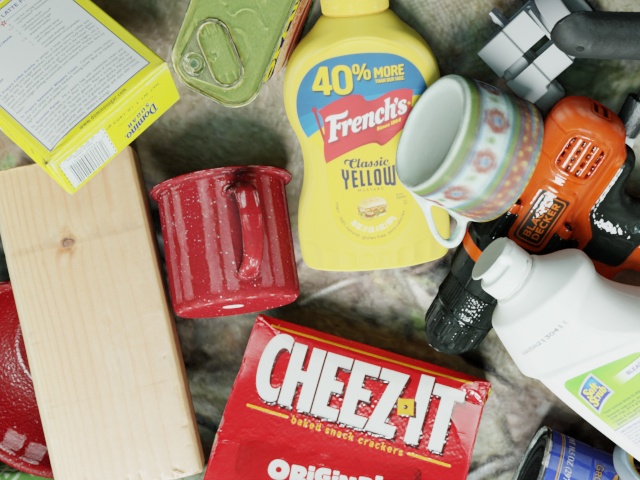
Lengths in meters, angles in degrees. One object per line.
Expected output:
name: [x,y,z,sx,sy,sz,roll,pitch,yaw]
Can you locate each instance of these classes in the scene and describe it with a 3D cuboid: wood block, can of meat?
wood block: [-0.140,0.052,0.687,0.090,0.090,0.206,-12,89,-6]
can of meat: [-0.038,-0.140,0.637,0.057,0.083,0.102,26,116,4]

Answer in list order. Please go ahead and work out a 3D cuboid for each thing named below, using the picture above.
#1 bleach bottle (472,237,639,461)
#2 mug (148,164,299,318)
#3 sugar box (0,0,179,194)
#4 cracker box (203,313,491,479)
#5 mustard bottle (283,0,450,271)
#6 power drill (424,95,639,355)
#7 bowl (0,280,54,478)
bleach bottle: [0.196,0.076,0.601,0.250,0.068,0.103,36,122,-10]
mug: [-0.054,0.001,0.669,0.093,0.117,0.081,-5,79,-20]
sugar box: [-0.180,-0.117,0.654,0.176,0.048,0.093,40,75,23]
cracker box: [0.006,0.174,0.698,0.164,0.072,0.213,15,78,8]
mustard bottle: [0.027,-0.079,0.657,0.096,0.058,0.191,-4,110,4]
power drill: [0.176,0.026,0.643,0.187,0.057,0.185,25,120,-8]
bowl: [-0.197,0.094,0.790,0.162,0.055,0.162,5,112,13]
